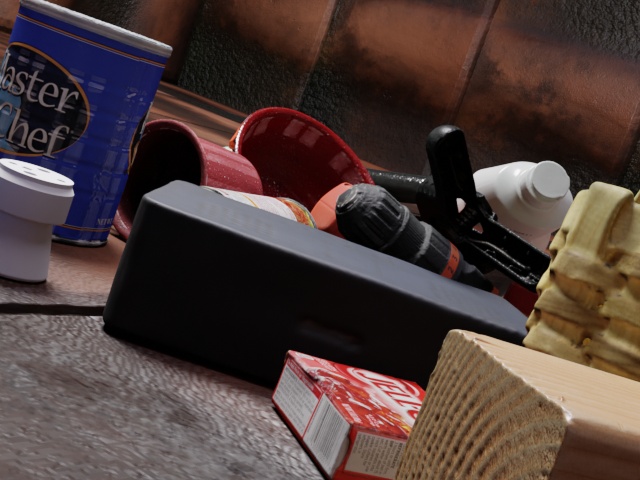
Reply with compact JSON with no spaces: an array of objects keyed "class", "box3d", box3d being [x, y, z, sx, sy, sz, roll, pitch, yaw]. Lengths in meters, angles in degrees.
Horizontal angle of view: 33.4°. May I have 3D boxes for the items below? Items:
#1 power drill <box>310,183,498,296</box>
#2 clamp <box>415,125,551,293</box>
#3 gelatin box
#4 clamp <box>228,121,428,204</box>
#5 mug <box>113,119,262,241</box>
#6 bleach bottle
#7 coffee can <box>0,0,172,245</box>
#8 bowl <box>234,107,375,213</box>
[{"class":"power drill","box3d":[0.053,0.014,0.759,0.184,0.057,0.188,45,-3,-24]},{"class":"clamp","box3d":[0.094,-0.022,0.717,0.120,0.039,0.171,61,-10,-7]},{"class":"gelatin box","box3d":[0.026,0.083,0.482,0.073,0.030,0.089,17,8,-23]},{"class":"clamp","box3d":[0.014,-0.055,1.001,0.210,0.036,0.165,32,-29,-1]},{"class":"mug","box3d":[-0.106,-0.031,0.789,0.117,0.093,0.081,-17,-18,29]},{"class":"bleach bottle","box3d":[0.142,-0.004,0.862,0.102,0.068,0.251,16,-19,-8]},{"class":"coffee can","box3d":[-0.169,-0.079,0.711,0.103,0.140,0.103,20,8,-3]},{"class":"bowl","box3d":[-0.021,-0.030,0.897,0.161,0.055,0.162,27,44,-30]}]
